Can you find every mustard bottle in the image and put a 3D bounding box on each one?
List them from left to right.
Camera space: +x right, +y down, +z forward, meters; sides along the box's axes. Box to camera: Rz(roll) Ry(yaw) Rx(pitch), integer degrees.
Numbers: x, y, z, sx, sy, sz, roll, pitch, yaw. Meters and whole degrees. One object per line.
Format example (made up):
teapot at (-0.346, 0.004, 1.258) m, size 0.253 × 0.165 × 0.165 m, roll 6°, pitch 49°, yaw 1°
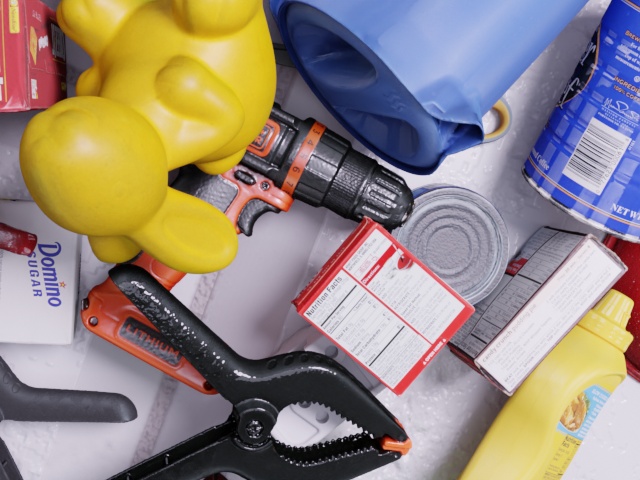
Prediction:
mustard bottle at (0.153, 0.118, 0.716) m, size 0.058 × 0.096 × 0.191 m, roll 32°, pitch 91°, yaw 32°

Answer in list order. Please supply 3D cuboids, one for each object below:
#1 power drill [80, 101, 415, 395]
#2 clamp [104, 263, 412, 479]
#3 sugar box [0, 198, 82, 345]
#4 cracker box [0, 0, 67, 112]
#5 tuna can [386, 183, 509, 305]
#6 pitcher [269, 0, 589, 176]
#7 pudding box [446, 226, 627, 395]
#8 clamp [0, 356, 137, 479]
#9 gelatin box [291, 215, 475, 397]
power drill at (-0.055, 0.001, 0.690) m, size 0.184 × 0.057 × 0.187 m, roll 28°, pitch 90°, yaw 2°
clamp at (-0.046, 0.098, 0.651) m, size 0.210 × 0.036 × 0.164 m, roll 4°, pitch 105°, yaw -10°
sugar box at (-0.243, 0.016, 0.683) m, size 0.176 × 0.048 × 0.093 m, roll 4°, pitch 93°, yaw -10°
cracker box at (-0.263, -0.107, 0.608) m, size 0.213 × 0.164 × 0.072 m, roll -1°, pitch 98°, yaw -6°
tuna can at (0.084, 0.004, 0.724) m, size 0.086 × 0.034 × 0.086 m, roll -1°, pitch 96°, yaw -6°
pitcher at (0.093, -0.170, 0.657) m, size 0.242 × 0.145 × 0.149 m, roll -44°, pitch 98°, yaw -13°
pudding box at (0.138, 0.044, 0.706) m, size 0.039 × 0.090 × 0.113 m, roll 41°, pitch 89°, yaw -8°
clamp at (-0.219, 0.127, 0.700) m, size 0.171 × 0.039 × 0.120 m, roll 25°, pitch 88°, yaw -2°
gelatin box at (0.038, 0.041, 0.661) m, size 0.089 × 0.030 × 0.073 m, roll 40°, pitch 91°, yaw -13°
